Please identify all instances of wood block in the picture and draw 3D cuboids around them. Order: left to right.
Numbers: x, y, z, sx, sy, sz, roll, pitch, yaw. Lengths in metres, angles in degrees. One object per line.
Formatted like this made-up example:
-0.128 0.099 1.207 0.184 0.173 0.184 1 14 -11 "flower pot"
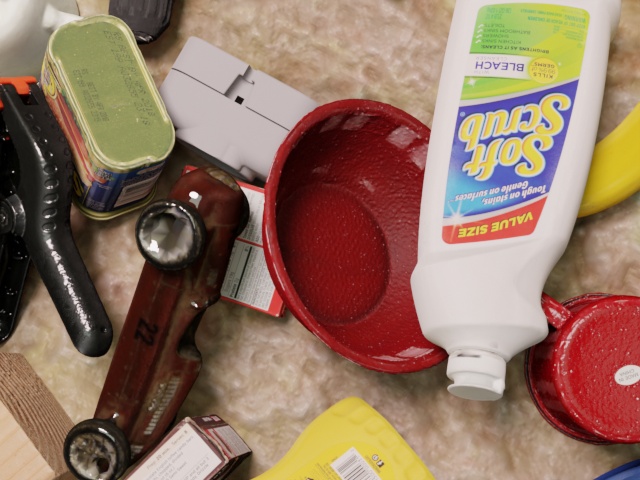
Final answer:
-0.249 0.164 0.634 0.206 0.091 0.090 -39 82 -1 "wood block"

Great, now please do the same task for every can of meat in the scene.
-0.132 -0.074 0.647 0.057 0.084 0.102 -22 82 -25 "can of meat"

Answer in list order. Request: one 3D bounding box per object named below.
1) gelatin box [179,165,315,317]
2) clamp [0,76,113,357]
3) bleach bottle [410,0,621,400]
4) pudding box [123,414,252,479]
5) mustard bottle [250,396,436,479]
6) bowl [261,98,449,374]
-0.055 0.001 0.668 0.089 0.030 0.073 17 86 6 "gelatin box"
-0.182 -0.009 0.644 0.120 0.039 0.171 -12 88 35 "clamp"
0.110 -0.033 0.607 0.102 0.068 0.250 6 68 10 "bleach bottle"
-0.097 0.152 0.624 0.039 0.090 0.113 44 88 8 "pudding box"
-0.026 0.177 0.601 0.191 0.058 0.096 -33 65 -19 "mustard bottle"
0.023 0.002 0.627 0.161 0.055 0.162 11 70 -32 "bowl"
